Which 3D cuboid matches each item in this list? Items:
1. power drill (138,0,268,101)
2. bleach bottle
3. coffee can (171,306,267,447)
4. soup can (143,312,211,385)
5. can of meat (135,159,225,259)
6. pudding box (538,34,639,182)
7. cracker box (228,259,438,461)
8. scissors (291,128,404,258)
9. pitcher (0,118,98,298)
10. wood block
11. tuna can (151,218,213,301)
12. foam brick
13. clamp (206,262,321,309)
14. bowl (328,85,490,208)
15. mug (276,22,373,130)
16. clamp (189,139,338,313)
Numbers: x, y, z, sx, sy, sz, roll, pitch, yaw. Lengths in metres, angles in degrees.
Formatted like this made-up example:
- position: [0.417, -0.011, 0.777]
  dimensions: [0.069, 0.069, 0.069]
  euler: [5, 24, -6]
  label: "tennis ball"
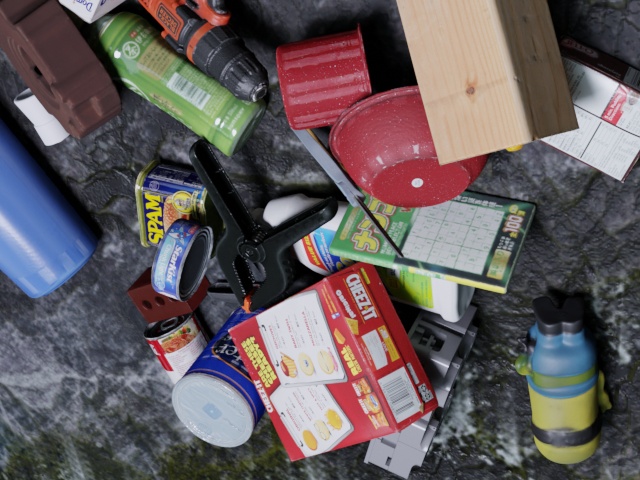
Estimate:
- position: [-0.089, -0.245, 0.987]
  dimensions: [0.184, 0.057, 0.188]
  euler: [46, 131, 19]
  label: "power drill"
- position: [0.035, 0.009, 1.125]
  dimensions: [0.251, 0.068, 0.102]
  euler: [12, 129, 24]
  label: "bleach bottle"
- position: [-0.095, 0.155, 1.242]
  dimensions: [0.103, 0.140, 0.103]
  euler: [14, 128, 19]
  label: "coffee can"
- position: [-0.165, 0.140, 1.318]
  dimensions: [0.069, 0.068, 0.102]
  euler: [-12, 116, 33]
  label: "soup can"
- position: [-0.155, -0.033, 1.199]
  dimensions: [0.084, 0.057, 0.102]
  euler: [13, 128, 16]
  label: "can of meat"
- position: [0.241, -0.116, 0.943]
  dimensions: [0.113, 0.039, 0.090]
  euler: [30, 132, 9]
  label: "pudding box"
- position: [0.009, 0.129, 1.109]
  dimensions: [0.214, 0.071, 0.164]
  euler: [-31, 83, 55]
  label: "cracker box"
- position: [0.036, -0.043, 1.036]
  dimensions: [0.016, 0.096, 0.202]
  euler: [-41, 62, 7]
  label: "scissors"
- position: [-0.384, -0.052, 1.272]
  dimensions: [0.145, 0.149, 0.242]
  euler: [-32, 107, 24]
  label: "pitcher"
- position: [0.129, -0.176, 0.873]
  dimensions: [0.091, 0.090, 0.206]
  euler: [-12, 94, 43]
  label: "wood block"
- position: [-0.148, 0.020, 1.142]
  dimensions: [0.034, 0.086, 0.086]
  euler: [19, 129, 11]
  label: "tuna can"
- position: [-0.181, 0.059, 1.280]
  dimensions: [0.078, 0.051, 0.053]
  euler: [-17, 113, 35]
  label: "foam brick"
- position: [-0.046, 0.048, 1.211]
  dimensions: [0.171, 0.039, 0.120]
  euler: [21, 134, 10]
  label: "clamp"
- position: [0.089, -0.075, 0.984]
  dimensions: [0.162, 0.055, 0.162]
  euler: [-2, 152, -1]
  label: "bowl"
- position: [0.007, -0.148, 1.004]
  dimensions: [0.081, 0.117, 0.093]
  euler: [-10, 85, 5]
  label: "mug"
- position: [-0.057, 0.001, 1.111]
  dimensions: [0.165, 0.036, 0.210]
  euler: [20, 136, 21]
  label: "clamp"
